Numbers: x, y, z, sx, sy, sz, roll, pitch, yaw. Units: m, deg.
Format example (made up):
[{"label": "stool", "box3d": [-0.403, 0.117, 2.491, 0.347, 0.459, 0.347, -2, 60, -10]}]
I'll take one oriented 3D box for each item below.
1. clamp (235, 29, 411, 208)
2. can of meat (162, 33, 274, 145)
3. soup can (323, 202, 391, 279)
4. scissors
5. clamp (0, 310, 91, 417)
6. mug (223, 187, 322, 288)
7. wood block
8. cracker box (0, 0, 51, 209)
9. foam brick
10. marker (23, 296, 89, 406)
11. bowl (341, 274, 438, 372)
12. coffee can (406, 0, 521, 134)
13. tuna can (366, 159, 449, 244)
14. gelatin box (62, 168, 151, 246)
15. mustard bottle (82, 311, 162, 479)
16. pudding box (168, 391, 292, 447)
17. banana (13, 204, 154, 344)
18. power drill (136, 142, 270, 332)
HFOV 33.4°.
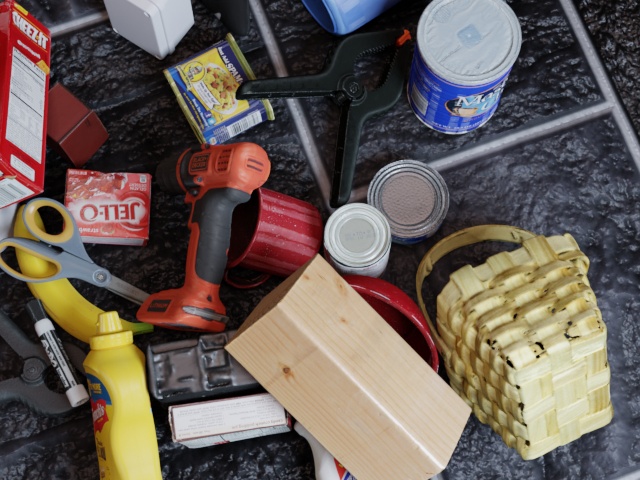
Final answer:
[{"label": "clamp", "box3d": [0.018, -0.161, 1.135, 0.164, 0.036, 0.209, 42, 69, -15]}, {"label": "can of meat", "box3d": [-0.110, -0.158, 1.149, 0.084, 0.057, 0.102, -28, 77, -5]}, {"label": "soup can", "box3d": [0.036, 0.008, 1.078, 0.068, 0.102, 0.068, 0, 75, 1]}, {"label": "scissors", "box3d": [-0.227, 0.017, 1.088, 0.201, 0.016, 0.096, 12, 85, -12]}, {"label": "clamp", "box3d": [-0.293, 0.124, 1.085, 0.171, 0.039, 0.120, 6, 79, -4]}, {"label": "mug", "box3d": [-0.057, 0.001, 1.085, 0.081, 0.093, 0.117, 16, 114, -32]}, {"label": "wood block", "box3d": [0.027, 0.127, 0.973, 0.206, 0.091, 0.090, 46, 38, -5]}, {"label": "cracker box", "box3d": [-0.360, -0.121, 1.075, 0.164, 0.072, 0.213, -20, 55, 20]}, {"label": "foam brick", "box3d": [-0.267, -0.121, 1.130, 0.051, 0.078, 0.053, 39, 78, 12]}, {"label": "marker", "box3d": [-0.265, 0.109, 1.063, 0.020, 0.020, 0.121, -29, 74, -7]}, {"label": "bowl", "box3d": [0.045, 0.087, 1.049, 0.162, 0.162, 0.055, 24, 46, 7]}, {"label": "coffee can", "box3d": [0.146, -0.183, 1.109, 0.103, 0.140, 0.103, 0, 75, 0]}, {"label": "tuna can", "box3d": [0.091, -0.039, 1.126, 0.086, 0.034, 0.086, 0, 75, 0]}, {"label": "gelatin box", "box3d": [-0.224, -0.035, 1.121, 0.089, 0.030, 0.073, 3, 73, -12]}, {"label": "mustard bottle", "box3d": [-0.191, 0.163, 1.021, 0.058, 0.096, 0.191, -7, 90, -24]}, {"label": "pudding box", "box3d": [-0.085, 0.174, 1.041, 0.113, 0.090, 0.039, -10, 76, -2]}, {"label": "banana", "box3d": [-0.264, 0.047, 1.109, 0.198, 0.037, 0.069, 44, 53, 8]}, {"label": "power drill", "box3d": [-0.129, -0.005, 1.063, 0.057, 0.185, 0.187, 17, 79, -33]}]
